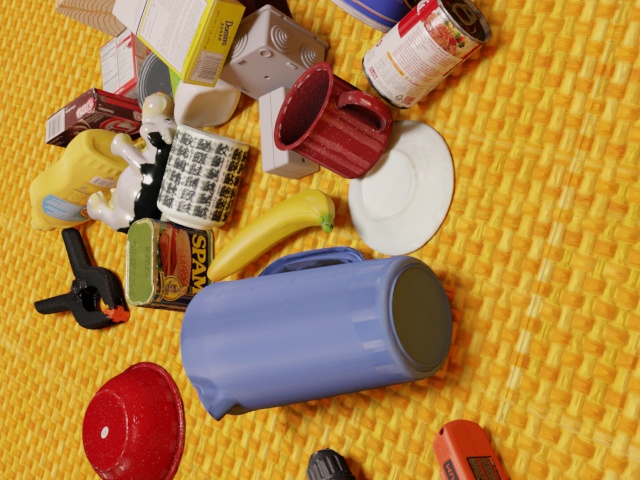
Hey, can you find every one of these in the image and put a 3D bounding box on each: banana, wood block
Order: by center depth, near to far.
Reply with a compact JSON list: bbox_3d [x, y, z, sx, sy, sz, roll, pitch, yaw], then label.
[{"bbox_3d":[-0.046,-0.011,1.089,0.198,0.069,0.037,-26,108,45],"label":"banana"},{"bbox_3d":[-0.272,-0.375,1.345,0.090,0.090,0.206,-31,53,38],"label":"wood block"}]

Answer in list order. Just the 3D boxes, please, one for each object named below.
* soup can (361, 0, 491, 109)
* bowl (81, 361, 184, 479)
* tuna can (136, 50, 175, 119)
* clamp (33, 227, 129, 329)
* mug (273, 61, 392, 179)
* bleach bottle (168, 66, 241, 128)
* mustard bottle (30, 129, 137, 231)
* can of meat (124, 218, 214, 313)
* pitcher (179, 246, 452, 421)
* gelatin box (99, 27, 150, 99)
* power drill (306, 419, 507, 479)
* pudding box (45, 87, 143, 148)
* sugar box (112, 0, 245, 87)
[{"bbox_3d":[0.095,-0.175,0.971,0.102,0.068,0.068,-40,56,34],"label":"soup can"},{"bbox_3d":[-0.227,0.219,1.229,0.162,0.055,0.162,-10,76,44],"label":"bowl"},{"bbox_3d":[-0.182,-0.189,1.278,0.086,0.033,0.086,-11,75,44],"label":"tuna can"},{"bbox_3d":[-0.303,0.070,1.347,0.172,0.039,0.120,39,111,42],"label":"clamp"},{"bbox_3d":[0.021,-0.112,1.006,0.117,0.081,0.093,-21,49,53],"label":"mug"},{"bbox_3d":[-0.151,-0.260,1.203,0.103,0.068,0.251,129,129,-63],"label":"bleach bottle"},{"bbox_3d":[-0.306,-0.064,1.335,0.192,0.096,0.058,-36,56,36],"label":"mustard bottle"},{"bbox_3d":[-0.168,0.029,1.186,0.058,0.083,0.102,-14,72,43],"label":"can of meat"},{"bbox_3d":[-0.001,0.077,0.989,0.243,0.144,0.149,-14,85,39],"label":"pitcher"},{"bbox_3d":[-0.245,-0.220,1.351,0.073,0.030,0.089,-27,62,40],"label":"gelatin box"},{"bbox_3d":[0.074,0.232,0.923,0.188,0.057,0.184,-45,57,33],"label":"power drill"},{"bbox_3d":[-0.274,-0.145,1.323,0.114,0.089,0.039,-20,67,42],"label":"pudding box"},{"bbox_3d":[-0.151,-0.239,1.110,0.176,0.048,0.093,47,121,43],"label":"sugar box"}]
